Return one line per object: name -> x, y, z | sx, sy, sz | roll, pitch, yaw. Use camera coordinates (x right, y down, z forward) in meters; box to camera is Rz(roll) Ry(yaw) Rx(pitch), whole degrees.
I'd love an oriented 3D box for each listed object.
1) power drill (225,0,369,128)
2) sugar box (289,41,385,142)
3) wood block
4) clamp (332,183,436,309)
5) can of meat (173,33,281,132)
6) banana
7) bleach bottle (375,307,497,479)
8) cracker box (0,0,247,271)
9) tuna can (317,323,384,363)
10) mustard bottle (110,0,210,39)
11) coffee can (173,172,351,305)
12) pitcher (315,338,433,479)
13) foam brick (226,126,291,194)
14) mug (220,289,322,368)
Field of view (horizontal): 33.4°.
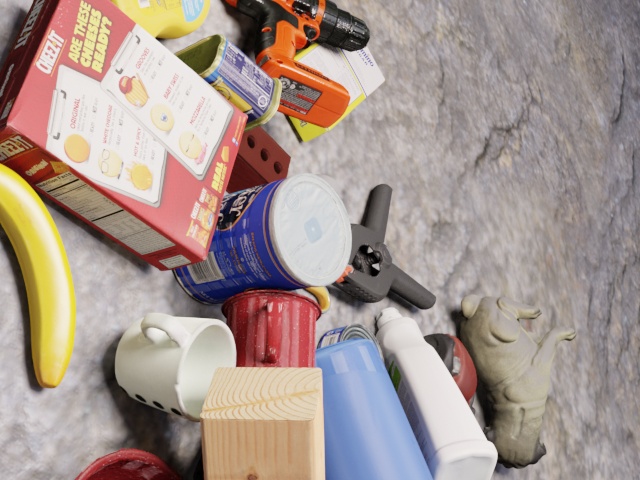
power drill -> -0.017, -0.207, 1.156 | 0.184, 0.057, 0.187 | 17, 41, -25
sugar box -> 0.009, -0.193, 1.266 | 0.093, 0.048, 0.176 | 60, 33, -12
wood block -> -0.043, 0.217, 0.880 | 0.090, 0.091, 0.206 | -78, 168, -70
clamp -> 0.060, 0.011, 1.245 | 0.209, 0.036, 0.164 | -5, 73, -59
can of meat -> -0.104, -0.146, 1.036 | 0.083, 0.102, 0.057 | 37, 48, -38
banana -> -0.232, 0.016, 0.842 | 0.069, 0.037, 0.198 | -28, 98, -38
bleach bottle -> 0.111, 0.164, 1.160 | 0.068, 0.103, 0.251 | -4, 42, -15
cracker box -> -0.174, -0.096, 0.921 | 0.213, 0.072, 0.164 | 37, 52, -35
tuna can -> 0.033, 0.135, 1.162 | 0.086, 0.034, 0.086 | 28, 53, -46
mustard bottle -> -0.158, -0.242, 1.038 | 0.191, 0.058, 0.096 | -35, 103, -55
coffee can -> -0.056, 0.001, 0.988 | 0.102, 0.141, 0.103 | 14, 70, -46
pitcher -> 0.044, 0.225, 1.049 | 0.144, 0.149, 0.243 | -12, 75, -29
foam brick -> -0.075, -0.080, 1.089 | 0.078, 0.051, 0.053 | 43, 44, -37
mug -> -0.044, 0.095, 0.953 | 0.093, 0.117, 0.081 | 5, 62, -7
